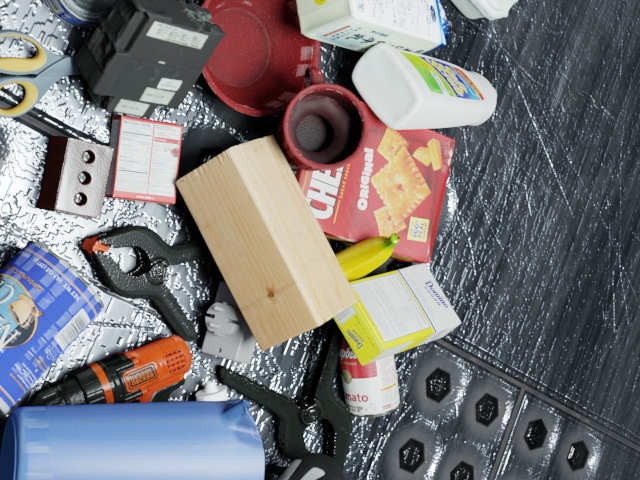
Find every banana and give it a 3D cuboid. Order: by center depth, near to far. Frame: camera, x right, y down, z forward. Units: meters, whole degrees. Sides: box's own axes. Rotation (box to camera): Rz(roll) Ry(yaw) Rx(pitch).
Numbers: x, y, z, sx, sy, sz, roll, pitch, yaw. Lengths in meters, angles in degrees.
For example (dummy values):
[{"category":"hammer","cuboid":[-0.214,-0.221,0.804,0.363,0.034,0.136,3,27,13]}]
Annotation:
[{"category":"banana","cuboid":[0.007,0.036,1.244,0.069,0.198,0.037,39,28,-64]}]

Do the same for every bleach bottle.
[{"category":"bleach bottle","cuboid":[0.146,-0.187,1.321,0.250,0.068,0.102,-10,60,-55]}]

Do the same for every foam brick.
[{"category":"foam brick","cuboid":[-0.251,-0.064,1.094,0.052,0.051,0.078,12,86,-35]}]

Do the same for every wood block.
[{"category":"wood block","cuboid":[-0.058,0.002,1.157,0.090,0.091,0.206,-26,90,-56]}]

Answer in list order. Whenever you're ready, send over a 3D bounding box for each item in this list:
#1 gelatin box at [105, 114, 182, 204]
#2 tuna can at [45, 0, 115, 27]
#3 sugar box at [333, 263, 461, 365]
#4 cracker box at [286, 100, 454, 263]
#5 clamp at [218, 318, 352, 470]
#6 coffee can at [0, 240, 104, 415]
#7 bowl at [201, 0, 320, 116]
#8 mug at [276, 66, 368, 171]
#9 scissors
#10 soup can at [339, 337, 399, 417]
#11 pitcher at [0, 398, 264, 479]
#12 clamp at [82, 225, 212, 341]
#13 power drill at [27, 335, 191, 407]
[{"category":"gelatin box","cuboid":[-0.190,-0.087,1.148,0.073,0.030,0.089,5,91,-33]},{"category":"tuna can","cuboid":[-0.241,-0.264,1.098,0.085,0.034,0.086,-3,95,-34]},{"category":"sugar box","cuboid":[0.088,0.085,1.275,0.175,0.048,0.093,-8,63,-54]},{"category":"cracker box","cuboid":[0.053,-0.075,1.288,0.213,0.072,0.164,17,83,-33]},{"category":"clamp","cuboid":[-0.027,0.200,1.270,0.164,0.036,0.210,-18,110,-16]},{"category":"coffee can","cuboid":[-0.297,0.085,1.043,0.140,0.103,0.102,-49,118,-21]},{"category":"bowl","cuboid":[-0.081,-0.219,1.197,0.161,0.055,0.162,-3,95,-34]},{"category":"mug","cuboid":[-0.004,-0.131,1.167,0.093,0.081,0.117,-9,90,-12]},{"category":"scissors","cuboid":[-0.264,-0.163,1.099,0.201,0.016,0.096,8,105,-45]},{"category":"soup can","cuboid":[0.059,0.158,1.311,0.068,0.069,0.102,-15,102,-33]},{"category":"pitcher","cuboid":[-0.188,0.229,1.058,0.242,0.145,0.149,5,80,-24]},{"category":"clamp","cuboid":[-0.175,0.024,1.162,0.171,0.039,0.120,37,66,-38]},{"category":"power drill","cuboid":[-0.205,0.213,1.143,0.184,0.057,0.187,-21,106,-28]}]
